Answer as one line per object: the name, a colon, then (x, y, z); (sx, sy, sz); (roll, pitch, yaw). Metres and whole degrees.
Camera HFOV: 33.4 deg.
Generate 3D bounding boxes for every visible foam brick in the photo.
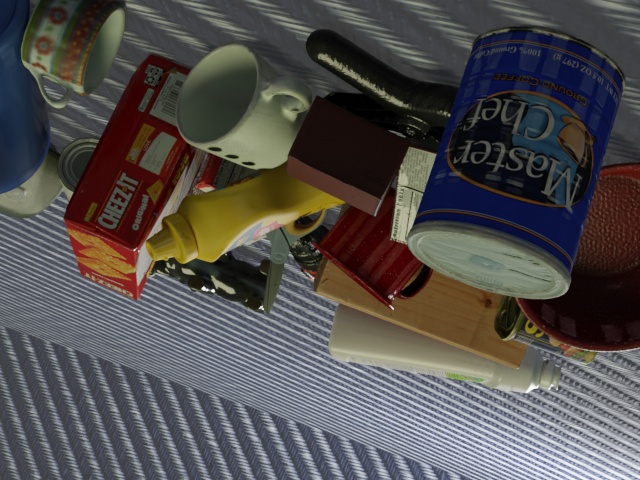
foam brick: (0.019, -0.061, 0.792); (0.078, 0.053, 0.051); (27, 168, 3)

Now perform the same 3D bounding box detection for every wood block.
wood block: (0.105, 0.041, 1.036); (0.206, 0.091, 0.090); (21, -175, -3)

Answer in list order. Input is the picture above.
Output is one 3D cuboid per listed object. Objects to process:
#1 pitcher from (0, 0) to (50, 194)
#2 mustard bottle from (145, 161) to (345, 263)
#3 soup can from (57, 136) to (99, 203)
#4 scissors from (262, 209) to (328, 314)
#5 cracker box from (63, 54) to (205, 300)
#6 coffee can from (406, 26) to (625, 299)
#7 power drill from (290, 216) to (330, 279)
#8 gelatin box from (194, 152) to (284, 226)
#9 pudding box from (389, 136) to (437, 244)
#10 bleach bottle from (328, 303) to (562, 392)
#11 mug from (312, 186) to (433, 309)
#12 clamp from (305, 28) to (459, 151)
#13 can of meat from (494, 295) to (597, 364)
pitcher: (-0.291, -0.128, 0.879); (0.149, 0.144, 0.243); (42, 157, 3)
mustard bottle: (-0.057, -0.028, 0.889); (0.058, 0.191, 0.096); (66, 157, -1)
soup can: (-0.254, -0.067, 1.191); (0.068, 0.068, 0.102); (20, 163, -1)
scissors: (-0.057, 0.001, 1.095); (0.096, 0.016, 0.202); (22, 133, -13)
cracker box: (-0.162, -0.050, 0.962); (0.072, 0.164, 0.214); (24, 164, -3)
coffee can: (0.123, -0.047, 0.671); (0.103, 0.140, 0.103); (18, 164, 5)
power drill: (0.061, 0.030, 1.157); (0.188, 0.057, 0.184); (15, 167, 26)
gelatin box: (-0.061, -0.062, 0.964); (0.089, 0.073, 0.030); (29, 163, -29)
pudding box: (0.114, -0.030, 0.834); (0.114, 0.039, 0.090); (19, 124, 21)
bleach bottle: (0.140, 0.125, 1.188); (0.251, 0.068, 0.102); (11, 173, 13)
mug: (0.061, 0.007, 0.947); (0.117, 0.081, 0.093); (41, 177, -34)
clamp: (0.066, -0.093, 0.779); (0.171, 0.039, 0.120); (26, 171, 3)
can of meat: (0.217, 0.053, 0.964); (0.084, 0.102, 0.057); (20, -169, -10)
